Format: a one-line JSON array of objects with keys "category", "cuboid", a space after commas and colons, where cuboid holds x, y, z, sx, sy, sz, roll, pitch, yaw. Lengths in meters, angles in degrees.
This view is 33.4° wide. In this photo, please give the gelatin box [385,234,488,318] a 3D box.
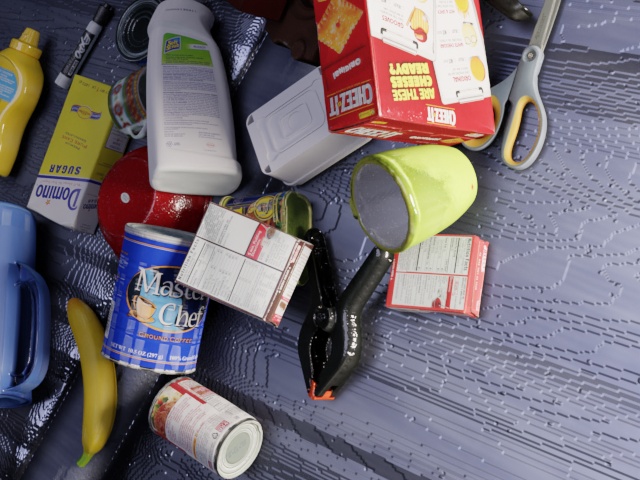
[{"category": "gelatin box", "cuboid": [0.110, 0.032, 1.002, 0.089, 0.030, 0.073, 2, 79, 35]}]

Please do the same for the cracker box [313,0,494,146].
[{"category": "cracker box", "cuboid": [0.071, -0.199, 0.965, 0.072, 0.163, 0.214, -13, 80, 45]}]

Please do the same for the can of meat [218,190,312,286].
[{"category": "can of meat", "cuboid": [-0.057, 0.001, 1.107, 0.084, 0.057, 0.102, -6, 76, 30]}]

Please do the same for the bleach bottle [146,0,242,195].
[{"category": "bleach bottle", "cuboid": [-0.143, -0.177, 1.194, 0.068, 0.102, 0.251, 123, 147, -62]}]

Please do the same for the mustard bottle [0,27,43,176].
[{"category": "mustard bottle", "cuboid": [-0.410, -0.185, 1.388, 0.096, 0.058, 0.191, 25, 94, 37]}]

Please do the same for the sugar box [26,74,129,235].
[{"category": "sugar box", "cuboid": [-0.287, -0.105, 1.294, 0.093, 0.048, 0.176, 22, 90, 36]}]

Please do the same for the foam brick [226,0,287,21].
[{"category": "foam brick", "cuboid": [-0.071, -0.269, 1.113, 0.078, 0.051, 0.053, 44, 118, 48]}]

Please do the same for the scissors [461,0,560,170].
[{"category": "scissors", "cuboid": [0.181, -0.164, 1.007, 0.096, 0.016, 0.202, 1, 79, 34]}]

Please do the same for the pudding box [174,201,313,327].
[{"category": "pudding box", "cuboid": [-0.076, 0.023, 1.052, 0.114, 0.039, 0.090, 22, 86, 26]}]

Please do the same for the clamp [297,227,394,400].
[{"category": "clamp", "cuboid": [0.009, 0.068, 1.053, 0.120, 0.039, 0.171, 26, 101, 54]}]

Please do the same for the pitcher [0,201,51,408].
[{"category": "pitcher", "cuboid": [-0.397, 0.078, 1.281, 0.145, 0.149, 0.243, 133, 140, -68]}]

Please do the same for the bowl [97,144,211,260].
[{"category": "bowl", "cuboid": [-0.203, -0.044, 1.217, 0.162, 0.055, 0.162, -9, 74, 33]}]

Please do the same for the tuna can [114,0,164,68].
[{"category": "tuna can", "cuboid": [-0.205, -0.249, 1.279, 0.086, 0.033, 0.086, -9, 74, 32]}]

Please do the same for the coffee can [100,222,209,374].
[{"category": "coffee can", "cuboid": [-0.169, 0.060, 1.129, 0.103, 0.102, 0.140, 15, 95, 36]}]

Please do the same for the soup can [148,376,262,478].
[{"category": "soup can", "cuboid": [-0.117, 0.191, 1.095, 0.102, 0.068, 0.068, 25, 93, 35]}]

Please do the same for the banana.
[{"category": "banana", "cuboid": [-0.264, 0.156, 1.222, 0.070, 0.037, 0.198, -15, 71, 29]}]

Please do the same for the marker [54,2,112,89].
[{"category": "marker", "cuboid": [-0.299, -0.247, 1.352, 0.020, 0.020, 0.121, 39, 101, 34]}]
